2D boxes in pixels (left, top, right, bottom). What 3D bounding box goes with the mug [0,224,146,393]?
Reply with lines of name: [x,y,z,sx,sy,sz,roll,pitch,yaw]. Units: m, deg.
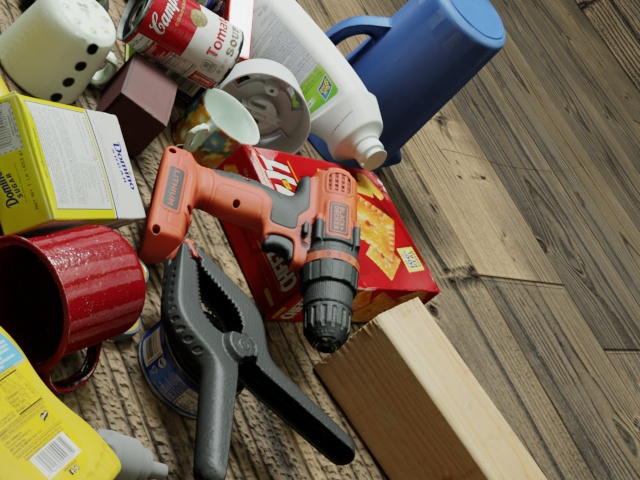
mug: [-0.173,0.047,0.730,0.081,0.093,0.117,-18,109,-54]

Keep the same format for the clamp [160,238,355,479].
clamp: [-0.060,0.093,0.812,0.164,0.036,0.210,12,45,-48]

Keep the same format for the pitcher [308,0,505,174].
pitcher: [0.086,-0.196,1.235,0.148,0.243,0.145,-13,67,-52]

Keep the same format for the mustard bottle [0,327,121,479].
mustard bottle: [-0.212,0.095,0.644,0.191,0.058,0.096,49,32,-1]

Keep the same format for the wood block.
wood block: [0.099,0.166,0.969,0.206,0.091,0.090,55,29,11]

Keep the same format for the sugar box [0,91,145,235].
sugar box: [-0.191,-0.053,0.798,0.176,0.048,0.093,0,74,-81]

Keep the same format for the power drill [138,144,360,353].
power drill: [-0.056,0.001,0.909,0.187,0.057,0.184,14,50,-13]

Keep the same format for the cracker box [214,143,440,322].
cracker box: [0.006,-0.003,1.064,0.213,0.072,0.164,8,48,-50]

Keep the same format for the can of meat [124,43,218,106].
can of meat: [-0.151,-0.194,1.092,0.083,0.058,0.102,28,34,-31]

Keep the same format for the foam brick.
foam brick: [-0.171,-0.124,0.981,0.051,0.053,0.078,36,32,-23]

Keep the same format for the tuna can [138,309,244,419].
tuna can: [-0.098,0.094,0.835,0.086,0.034,0.086,35,31,-25]

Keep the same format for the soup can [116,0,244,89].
soup can: [-0.132,-0.195,1.010,0.102,0.069,0.068,27,35,-28]

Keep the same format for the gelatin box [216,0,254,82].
gelatin box: [-0.097,-0.217,1.147,0.030,0.073,0.089,9,69,-18]

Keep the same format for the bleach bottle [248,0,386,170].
bleach bottle: [-0.011,-0.165,1.165,0.067,0.103,0.251,5,41,-49]
